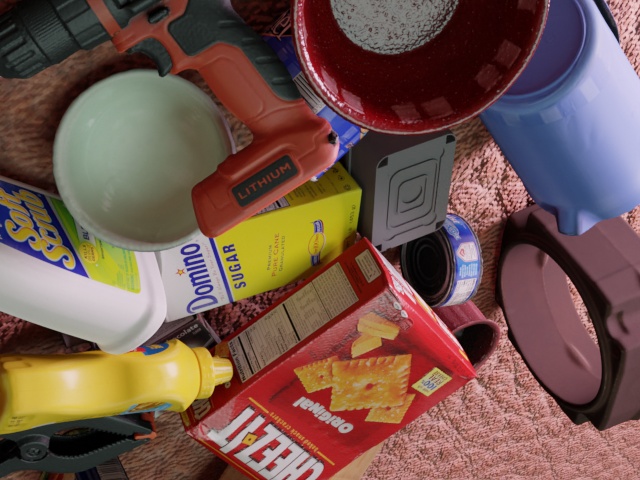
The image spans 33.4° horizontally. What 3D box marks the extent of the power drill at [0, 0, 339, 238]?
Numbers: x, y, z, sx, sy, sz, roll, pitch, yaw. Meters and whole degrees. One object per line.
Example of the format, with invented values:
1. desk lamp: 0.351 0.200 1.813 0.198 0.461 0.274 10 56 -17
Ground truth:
1. power drill: -0.089 -0.098 0.659 0.184 0.057 0.187 -31 105 3

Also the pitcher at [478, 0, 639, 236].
1. pitcher: 0.192 -0.119 0.844 0.145 0.149 0.242 -35 153 13

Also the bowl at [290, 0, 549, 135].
1. bowl: 0.055 -0.148 0.649 0.162 0.055 0.162 -7 119 -13

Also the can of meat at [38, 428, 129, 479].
1. can of meat: -0.212 0.232 0.961 0.057 0.084 0.102 4 128 -39

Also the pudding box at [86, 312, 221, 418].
1. pudding box: -0.141 0.107 0.920 0.113 0.039 0.090 -33 142 -4

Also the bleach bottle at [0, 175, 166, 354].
1. bleach bottle: -0.217 0.002 0.701 0.068 0.102 0.250 -36 146 24

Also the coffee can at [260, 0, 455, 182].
1. coffee can: 0.013 -0.125 0.743 0.140 0.103 0.102 -43 142 8

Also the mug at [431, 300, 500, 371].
1. mug: 0.113 0.095 1.067 0.093 0.082 0.117 0 130 -37

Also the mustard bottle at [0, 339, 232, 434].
1. mustard bottle: -0.157 0.109 0.818 0.191 0.058 0.096 -2 171 -29

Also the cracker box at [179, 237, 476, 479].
1. cracker box: 0.005 0.120 0.923 0.214 0.072 0.164 -37 132 8

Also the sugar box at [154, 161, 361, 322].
1. sugar box: -0.056 0.001 0.870 0.176 0.048 0.093 -19 139 -22

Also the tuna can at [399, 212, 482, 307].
1. tuna can: 0.109 0.019 0.981 0.033 0.086 0.086 -7 134 -30

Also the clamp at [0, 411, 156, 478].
1. clamp: -0.241 0.153 0.869 0.209 0.036 0.165 -8 135 -11
